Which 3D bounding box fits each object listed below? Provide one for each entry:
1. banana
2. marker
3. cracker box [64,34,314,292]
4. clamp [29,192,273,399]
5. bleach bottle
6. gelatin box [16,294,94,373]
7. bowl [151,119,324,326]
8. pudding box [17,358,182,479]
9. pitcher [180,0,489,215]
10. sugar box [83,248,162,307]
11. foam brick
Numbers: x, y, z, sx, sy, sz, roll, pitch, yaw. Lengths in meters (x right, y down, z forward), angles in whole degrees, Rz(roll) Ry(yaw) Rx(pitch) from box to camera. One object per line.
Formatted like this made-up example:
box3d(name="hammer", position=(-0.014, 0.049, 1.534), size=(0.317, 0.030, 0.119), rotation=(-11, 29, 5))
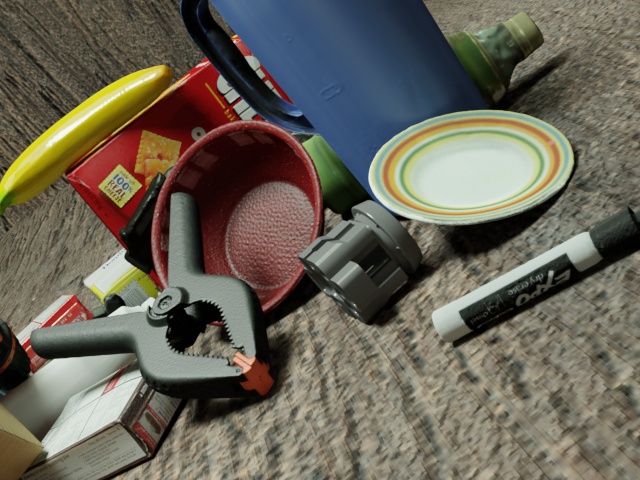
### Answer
box3d(name="banana", position=(-0.213, -0.090, 0.947), size=(0.197, 0.037, 0.070), rotation=(-43, 34, -10))
box3d(name="marker", position=(0.112, 0.017, 0.543), size=(0.121, 0.020, 0.020), rotation=(-31, 16, 22))
box3d(name="cracker box", position=(-0.106, -0.066, 1.006), size=(0.213, 0.164, 0.072), rotation=(-39, 17, -5))
box3d(name="clamp", position=(-0.096, 0.045, 0.745), size=(0.210, 0.036, 0.164), rotation=(19, 63, 43))
box3d(name="bleach bottle", position=(-0.216, 0.131, 0.858), size=(0.250, 0.068, 0.103), rotation=(-41, 2, -17))
box3d(name="gelatin box", position=(-0.246, 0.084, 0.969), size=(0.073, 0.030, 0.089), rotation=(-45, 13, -17))
box3d(name="bowl", position=(-0.054, -0.010, 0.833), size=(0.162, 0.162, 0.055), rotation=(-31, -26, 23))
box3d(name="pudding box", position=(-0.153, 0.133, 0.767), size=(0.114, 0.039, 0.090), rotation=(-32, 19, 30))
box3d(name="pitcher", position=(0.017, -0.136, 0.782), size=(0.145, 0.242, 0.149), rotation=(-40, 15, -8))
box3d(name="sugar box", position=(-0.195, 0.038, 1.131), size=(0.093, 0.048, 0.176), rotation=(-41, 12, -11))
box3d(name="foam brick", position=(-0.056, 0.001, 0.910), size=(0.078, 0.051, 0.053), rotation=(-32, 15, 20))
